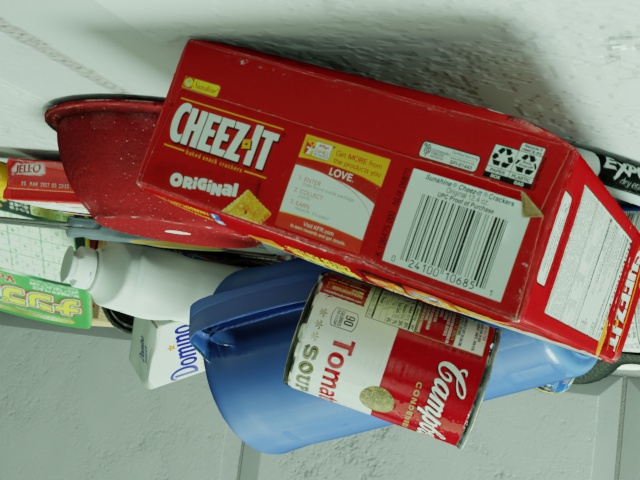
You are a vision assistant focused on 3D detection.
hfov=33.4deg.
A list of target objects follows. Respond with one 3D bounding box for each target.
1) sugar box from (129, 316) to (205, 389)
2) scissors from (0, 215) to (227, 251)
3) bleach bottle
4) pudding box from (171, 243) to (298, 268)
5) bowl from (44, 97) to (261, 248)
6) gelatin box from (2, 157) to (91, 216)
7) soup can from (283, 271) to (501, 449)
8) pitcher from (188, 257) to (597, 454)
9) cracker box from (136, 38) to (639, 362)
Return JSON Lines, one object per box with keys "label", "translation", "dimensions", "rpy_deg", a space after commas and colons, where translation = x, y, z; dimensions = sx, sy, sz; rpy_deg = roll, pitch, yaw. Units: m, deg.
{"label": "sugar box", "translation": [-0.077, 0.066, 0.938], "dimensions": [0.175, 0.048, 0.093], "rpy_deg": [-19, 146, -29]}
{"label": "scissors", "translation": [-0.154, -0.007, 0.759], "dimensions": [0.202, 0.016, 0.096], "rpy_deg": [5, 176, 19]}
{"label": "bleach bottle", "translation": [-0.074, 0.046, 0.828], "dimensions": [0.250, 0.068, 0.103], "rpy_deg": [15, 171, -26]}
{"label": "pudding box", "translation": [-0.056, 0.001, 0.853], "dimensions": [0.114, 0.039, 0.089], "rpy_deg": [3, 171, 30]}
{"label": "bowl", "translation": [-0.075, -0.030, 0.591], "dimensions": [0.162, 0.055, 0.162], "rpy_deg": [8, 173, 1]}
{"label": "gelatin box", "translation": [-0.159, -0.034, 0.723], "dimensions": [0.073, 0.030, 0.089], "rpy_deg": [5, 175, 16]}
{"label": "soup can", "translation": [0.039, 0.063, 0.576], "dimensions": [0.102, 0.068, 0.068], "rpy_deg": [19, 173, 7]}
{"label": "pitcher", "translation": [0.045, 0.053, 0.684], "dimensions": [0.243, 0.145, 0.149], "rpy_deg": [-18, -164, 34]}
{"label": "cracker box", "translation": [0.048, -0.010, 0.474], "dimensions": [0.164, 0.072, 0.213], "rpy_deg": [19, 179, 26]}
